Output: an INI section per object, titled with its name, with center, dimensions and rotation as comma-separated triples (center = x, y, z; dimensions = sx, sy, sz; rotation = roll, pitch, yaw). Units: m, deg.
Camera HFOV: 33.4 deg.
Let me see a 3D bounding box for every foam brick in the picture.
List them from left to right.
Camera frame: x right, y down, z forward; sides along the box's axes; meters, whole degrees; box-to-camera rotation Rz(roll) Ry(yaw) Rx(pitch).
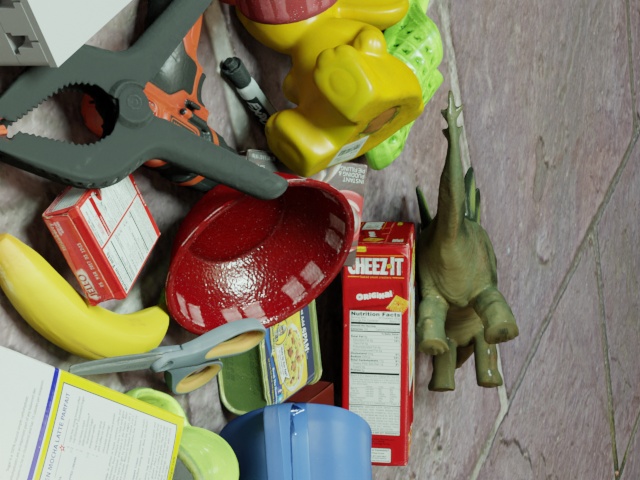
[foam brick]
center = -0.020, 0.175, 1.000
dimensions = 0.052, 0.051, 0.078
rotation = -24, 115, -57

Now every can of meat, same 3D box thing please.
[can of meat]
center = -0.047, 0.094, 0.933
dimensions = 0.083, 0.058, 0.102
rotation = -30, 120, -53

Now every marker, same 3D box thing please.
[marker]
center = -0.053, -0.118, 0.927
dimensions = 0.121, 0.020, 0.020
rotation = 53, 49, -51

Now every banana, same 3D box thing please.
[banana]
center = -0.162, 0.050, 0.744
dimensions = 0.197, 0.037, 0.069
rotation = 29, 44, -62

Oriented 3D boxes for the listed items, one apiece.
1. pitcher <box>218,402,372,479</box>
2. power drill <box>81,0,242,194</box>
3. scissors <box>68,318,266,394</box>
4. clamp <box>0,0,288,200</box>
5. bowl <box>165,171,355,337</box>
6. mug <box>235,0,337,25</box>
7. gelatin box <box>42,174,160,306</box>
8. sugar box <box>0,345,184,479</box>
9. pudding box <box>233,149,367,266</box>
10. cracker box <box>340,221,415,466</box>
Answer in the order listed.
[pitcher]
center = -0.017, 0.256, 0.846
dimensions = 0.149, 0.145, 0.243
rotation = 23, 45, -32
[power drill]
center = -0.092, -0.135, 0.812
dimensions = 0.184, 0.057, 0.187
rotation = 31, 67, -59
[scissors]
center = -0.121, 0.097, 0.789
dimensions = 0.201, 0.016, 0.096
rotation = -12, 150, -48
[clamp]
center = -0.126, -0.097, 0.698
dimensions = 0.209, 0.036, 0.164
rotation = -9, 87, -31
[bowl]
center = -0.055, 0.001, 0.833
dimensions = 0.162, 0.055, 0.162
rotation = -21, 140, -19
[mug]
center = -0.031, -0.216, 0.772
dimensions = 0.117, 0.093, 0.081
rotation = -106, -179, -50
[gelatin box]
center = -0.147, -0.010, 0.727
dimensions = 0.089, 0.030, 0.073
rotation = -73, 144, -58
[sugar box]
center = -0.171, 0.133, 0.680
dimensions = 0.176, 0.048, 0.093
rotation = 31, 59, -40
[pudding box]
center = -0.020, -0.027, 0.916
dimensions = 0.113, 0.039, 0.090
rotation = 6, 92, -19
[cracker box]
center = 0.057, 0.096, 1.062
dimensions = 0.164, 0.072, 0.214
rotation = -50, 140, -80
